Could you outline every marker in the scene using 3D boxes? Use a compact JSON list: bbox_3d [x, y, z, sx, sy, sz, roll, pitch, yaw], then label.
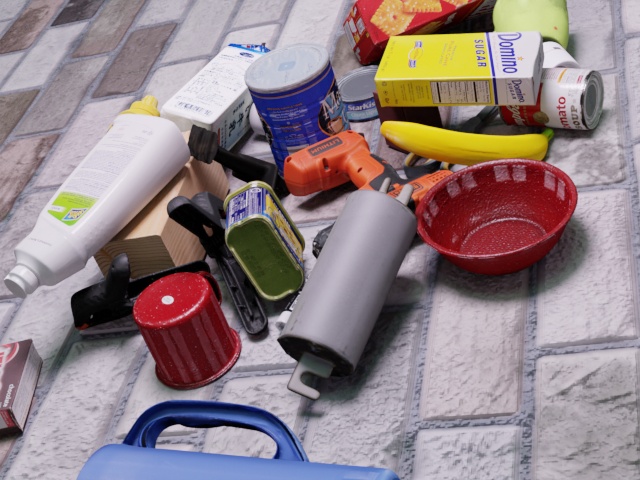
[{"bbox_3d":[-0.011,0.049,1.102,0.020,0.020,0.121,5,42,31],"label":"marker"}]

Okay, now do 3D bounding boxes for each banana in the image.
[{"bbox_3d":[0.166,-0.104,1.176,0.197,0.037,0.069,4,22,-4],"label":"banana"}]

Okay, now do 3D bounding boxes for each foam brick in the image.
[{"bbox_3d":[0.105,-0.150,1.265,0.053,0.078,0.051,-36,37,-25],"label":"foam brick"}]

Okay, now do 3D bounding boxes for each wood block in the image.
[{"bbox_3d":[-0.181,-0.031,1.231,0.090,0.091,0.206,-8,37,18],"label":"wood block"}]

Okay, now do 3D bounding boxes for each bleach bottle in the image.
[{"bbox_3d":[-0.248,-0.035,1.139,0.103,0.068,0.250,9,47,36],"label":"bleach bottle"}]

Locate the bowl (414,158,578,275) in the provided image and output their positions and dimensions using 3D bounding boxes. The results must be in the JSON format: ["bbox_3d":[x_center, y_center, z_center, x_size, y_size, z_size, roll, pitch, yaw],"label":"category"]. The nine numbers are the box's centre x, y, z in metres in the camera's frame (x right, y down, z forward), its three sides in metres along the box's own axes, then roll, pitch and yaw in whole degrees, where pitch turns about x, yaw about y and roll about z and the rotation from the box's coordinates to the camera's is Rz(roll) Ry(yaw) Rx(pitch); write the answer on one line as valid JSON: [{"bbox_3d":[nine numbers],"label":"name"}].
[{"bbox_3d":[0.178,-0.015,1.064,0.162,0.055,0.162,-13,35,9],"label":"bowl"}]

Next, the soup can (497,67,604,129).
[{"bbox_3d":[0.262,-0.161,1.211,0.102,0.068,0.068,8,44,33],"label":"soup can"}]

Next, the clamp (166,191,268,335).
[{"bbox_3d":[-0.113,-0.008,1.131,0.036,0.164,0.210,-30,25,5],"label":"clamp"}]

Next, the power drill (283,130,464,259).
[{"bbox_3d":[0.037,-0.048,1.168,0.184,0.057,0.188,-24,36,-22],"label":"power drill"}]

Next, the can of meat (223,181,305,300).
[{"bbox_3d":[-0.057,0.001,1.104,0.057,0.102,0.084,-28,24,10],"label":"can of meat"}]

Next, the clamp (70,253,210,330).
[{"bbox_3d":[-0.212,0.053,1.115,0.172,0.120,0.039,-27,63,28],"label":"clamp"}]

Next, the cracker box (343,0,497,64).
[{"bbox_3d":[0.145,-0.311,1.411,0.213,0.072,0.164,-23,2,-4],"label":"cracker box"}]

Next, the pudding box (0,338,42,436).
[{"bbox_3d":[-0.344,0.157,1.103,0.090,0.039,0.113,-14,35,7],"label":"pudding box"}]

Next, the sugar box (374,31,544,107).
[{"bbox_3d":[0.157,-0.192,1.194,0.176,0.048,0.093,-1,43,20],"label":"sugar box"}]

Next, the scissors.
[{"bbox_3d":[0.186,-0.124,1.244,0.201,0.016,0.096,-33,39,-18],"label":"scissors"}]

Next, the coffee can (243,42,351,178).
[{"bbox_3d":[-0.021,-0.149,1.268,0.103,0.140,0.103,-13,35,9],"label":"coffee can"}]

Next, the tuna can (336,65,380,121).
[{"bbox_3d":[0.058,-0.190,1.378,0.086,0.034,0.086,-13,35,9],"label":"tuna can"}]

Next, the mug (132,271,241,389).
[{"bbox_3d":[-0.130,0.079,1.066,0.093,0.081,0.117,1,40,28],"label":"mug"}]

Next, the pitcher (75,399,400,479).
[{"bbox_3d":[-0.058,0.213,0.807,0.243,0.149,0.144,-2,14,18],"label":"pitcher"}]
